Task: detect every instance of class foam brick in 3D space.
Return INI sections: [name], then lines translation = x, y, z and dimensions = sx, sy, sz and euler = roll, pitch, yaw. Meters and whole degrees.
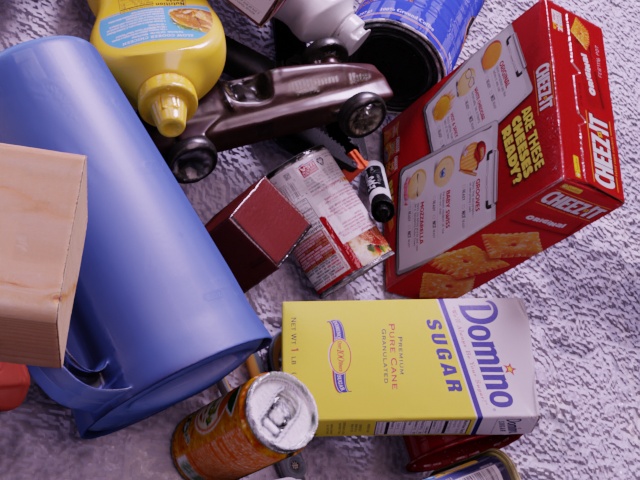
[foam brick]
translation = -0.055, 0.001, 0.775
dimensions = 0.053, 0.078, 0.051
euler = 45, 49, -10

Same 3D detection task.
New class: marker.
[marker]
translation = 0.047, -0.040, 0.864
dimensions = 0.020, 0.020, 0.121
euler = 39, 14, -13

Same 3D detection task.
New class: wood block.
[wood block]
translation = -0.227, -0.001, 0.532
dimensions = 0.206, 0.091, 0.090
euler = 8, 67, -8

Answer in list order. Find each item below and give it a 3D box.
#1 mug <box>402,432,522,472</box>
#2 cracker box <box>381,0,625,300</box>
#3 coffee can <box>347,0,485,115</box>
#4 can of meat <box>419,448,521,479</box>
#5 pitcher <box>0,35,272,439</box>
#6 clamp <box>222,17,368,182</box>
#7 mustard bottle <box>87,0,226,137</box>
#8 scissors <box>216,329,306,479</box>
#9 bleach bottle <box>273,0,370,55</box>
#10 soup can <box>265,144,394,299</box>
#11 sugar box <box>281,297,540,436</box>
[mug]
translation = 0.109, 0.121, 0.817
dimensions = 0.117, 0.093, 0.081
euler = -12, 67, -14
[cracker box]
translation = 0.136, -0.062, 0.853
dimensions = 0.072, 0.214, 0.164
euler = 17, 58, -28
[coffee can]
translation = 0.083, -0.196, 0.959
dimensions = 0.102, 0.103, 0.140
euler = 38, 51, -14
[can of meat]
translation = 0.082, 0.194, 0.758
dimensions = 0.083, 0.102, 0.057
euler = -10, 73, -36
[pitcher]
translation = -0.147, -0.005, 0.677
dimensions = 0.144, 0.149, 0.243
euler = -26, 79, -18
[clamp]
translation = -0.026, -0.143, 0.898
dimensions = 0.210, 0.036, 0.164
euler = 49, 49, 0
[mustard bottle]
translation = -0.118, -0.148, 0.771
dimensions = 0.096, 0.058, 0.191
euler = -8, 51, -9
[scissors]
translation = -0.011, 0.148, 0.771
dimensions = 0.096, 0.016, 0.202
euler = -26, 84, -41
[bleach bottle]
translation = -0.065, -0.241, 0.873
dimensions = 0.251, 0.068, 0.102
euler = 42, 49, 3
[soup can]
translation = 0.002, -0.014, 0.830
dimensions = 0.068, 0.069, 0.102
euler = -29, 85, -41
[sugar box]
translation = 0.061, 0.090, 0.756
dimensions = 0.176, 0.048, 0.093
euler = -3, 62, 1
